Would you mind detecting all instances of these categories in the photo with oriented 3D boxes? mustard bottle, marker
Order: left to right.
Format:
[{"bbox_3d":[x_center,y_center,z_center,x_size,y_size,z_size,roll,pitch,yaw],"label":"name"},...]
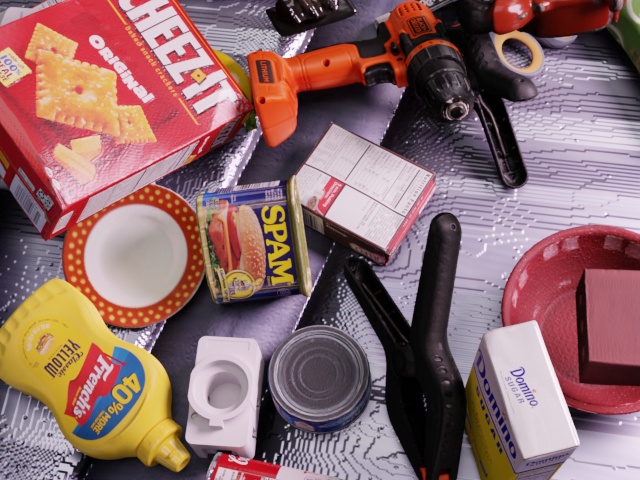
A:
[{"bbox_3d":[-0.181,0.123,0.880,0.192,0.058,0.096,38,81,19],"label":"mustard bottle"},{"bbox_3d":[0.109,-0.233,1.042,0.121,0.020,0.020,-27,66,-7],"label":"marker"}]

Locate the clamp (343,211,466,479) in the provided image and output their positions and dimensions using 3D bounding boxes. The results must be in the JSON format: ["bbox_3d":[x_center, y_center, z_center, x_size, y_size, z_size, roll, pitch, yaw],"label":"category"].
[{"bbox_3d":[0.072,0.092,0.856,0.036,0.165,0.210,-4,85,-26],"label":"clamp"}]

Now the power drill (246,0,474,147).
[{"bbox_3d":[0.033,-0.141,0.952,0.187,0.057,0.184,-14,36,0],"label":"power drill"}]

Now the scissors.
[{"bbox_3d":[0.146,-0.220,1.019,0.202,0.016,0.096,22,74,5],"label":"scissors"}]

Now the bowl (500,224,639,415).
[{"bbox_3d":[0.227,0.071,0.872,0.162,0.055,0.162,-2,65,4],"label":"bowl"}]

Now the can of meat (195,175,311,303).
[{"bbox_3d":[-0.056,0.001,0.908,0.084,0.057,0.102,-7,104,4],"label":"can of meat"}]

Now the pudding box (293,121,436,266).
[{"bbox_3d":[0.034,-0.042,0.950,0.113,0.039,0.090,29,70,15],"label":"pudding box"}]

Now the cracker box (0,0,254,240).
[{"bbox_3d":[-0.188,-0.123,0.915,0.213,0.072,0.164,-33,86,-34],"label":"cracker box"}]

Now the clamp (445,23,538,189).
[{"bbox_3d":[0.150,-0.142,0.945,0.039,0.120,0.171,-14,59,-14],"label":"clamp"}]

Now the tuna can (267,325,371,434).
[{"bbox_3d":[-0.001,0.114,0.882,0.086,0.034,0.086,-2,65,4],"label":"tuna can"}]

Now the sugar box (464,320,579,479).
[{"bbox_3d":[0.140,0.133,0.783,0.048,0.176,0.093,-14,65,-2],"label":"sugar box"}]

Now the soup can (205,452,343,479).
[{"bbox_3d":[-0.037,0.207,0.824,0.102,0.068,0.068,10,66,9],"label":"soup can"}]
